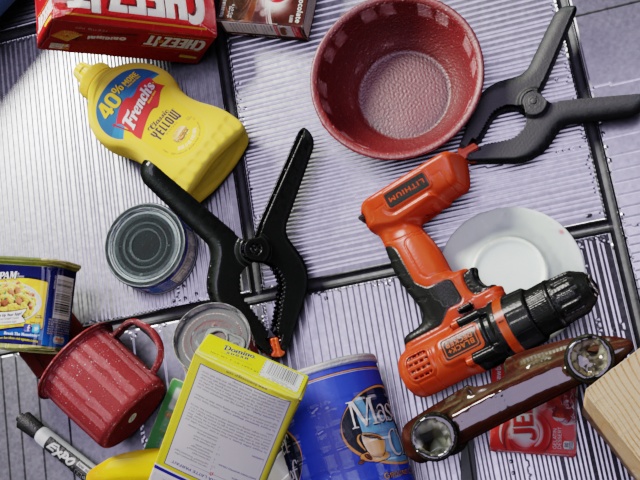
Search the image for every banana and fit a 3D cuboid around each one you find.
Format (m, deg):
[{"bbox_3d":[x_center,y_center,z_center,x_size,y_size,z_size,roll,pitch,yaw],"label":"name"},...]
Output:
[{"bbox_3d":[-0.117,0.224,0.951,0.198,0.037,0.069,20,83,17],"label":"banana"}]

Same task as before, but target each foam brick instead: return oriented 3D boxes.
[{"bbox_3d":[-0.262,0.091,1.026,0.053,0.051,0.078,-42,71,2],"label":"foam brick"}]

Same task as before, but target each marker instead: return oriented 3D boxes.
[{"bbox_3d":[-0.243,0.201,1.013,0.121,0.020,0.020,33,87,18],"label":"marker"}]

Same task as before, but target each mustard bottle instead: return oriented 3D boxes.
[{"bbox_3d":[-0.170,-0.121,1.048,0.192,0.058,0.096,35,79,19],"label":"mustard bottle"}]

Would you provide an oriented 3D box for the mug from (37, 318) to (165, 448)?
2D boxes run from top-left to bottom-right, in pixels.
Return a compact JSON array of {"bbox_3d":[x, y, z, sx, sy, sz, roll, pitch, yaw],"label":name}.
[{"bbox_3d":[-0.190,0.127,0.982,0.081,0.093,0.117,40,87,14],"label":"mug"}]

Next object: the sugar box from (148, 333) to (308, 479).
[{"bbox_3d":[-0.083,0.174,0.880,0.093,0.048,0.176,24,113,4],"label":"sugar box"}]

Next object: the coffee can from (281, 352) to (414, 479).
[{"bbox_3d":[0.019,0.179,0.910,0.103,0.102,0.140,-20,74,8],"label":"coffee can"}]

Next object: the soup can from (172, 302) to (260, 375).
[{"bbox_3d":[-0.086,0.108,0.944,0.068,0.102,0.068,-4,58,6],"label":"soup can"}]

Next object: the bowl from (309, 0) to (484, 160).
[{"bbox_3d":[0.074,-0.145,0.996,0.162,0.055,0.162,-3,77,13],"label":"bowl"}]

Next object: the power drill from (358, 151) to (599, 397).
[{"bbox_3d":[0.125,0.020,0.921,0.185,0.057,0.188,-30,64,20],"label":"power drill"}]

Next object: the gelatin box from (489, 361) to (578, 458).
[{"bbox_3d":[0.184,0.139,0.917,0.073,0.030,0.089,1,77,15],"label":"gelatin box"}]

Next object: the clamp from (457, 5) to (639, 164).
[{"bbox_3d":[0.205,-0.118,0.967,0.171,0.039,0.120,-45,67,7],"label":"clamp"}]

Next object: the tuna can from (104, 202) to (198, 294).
[{"bbox_3d":[-0.164,0.007,1.030,0.086,0.033,0.086,-3,77,13],"label":"tuna can"}]

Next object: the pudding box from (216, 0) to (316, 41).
[{"bbox_3d":[-0.047,-0.258,1.059,0.090,0.039,0.113,7,79,14],"label":"pudding box"}]

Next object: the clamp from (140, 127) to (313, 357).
[{"bbox_3d":[-0.056,0.001,0.985,0.164,0.036,0.210,-20,92,-15],"label":"clamp"}]

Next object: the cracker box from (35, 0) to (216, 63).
[{"bbox_3d":[-0.194,-0.290,1.044,0.164,0.072,0.214,1,73,-26],"label":"cracker box"}]

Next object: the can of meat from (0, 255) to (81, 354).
[{"bbox_3d":[-0.276,0.059,0.979,0.102,0.057,0.084,2,81,16],"label":"can of meat"}]
